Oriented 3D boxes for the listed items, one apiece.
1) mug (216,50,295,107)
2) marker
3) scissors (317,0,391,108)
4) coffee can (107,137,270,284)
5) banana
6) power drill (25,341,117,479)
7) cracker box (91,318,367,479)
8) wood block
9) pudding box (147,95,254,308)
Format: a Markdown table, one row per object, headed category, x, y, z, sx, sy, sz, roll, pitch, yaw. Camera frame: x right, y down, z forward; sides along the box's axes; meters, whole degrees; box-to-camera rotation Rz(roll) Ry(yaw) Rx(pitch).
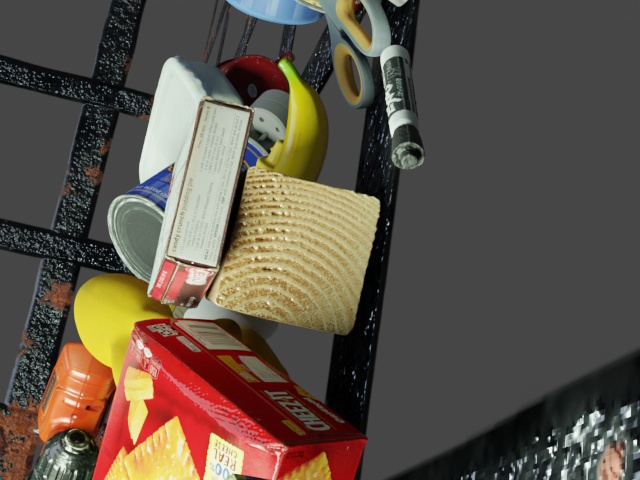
| category | x | y | z | sx | sy | sz | roll | pitch | yaw |
| --- | --- | --- | --- | --- | --- | --- | --- | --- | --- |
| mug | -0.073 | -0.172 | 1.202 | 0.117 | 0.093 | 0.082 | -41 | 12 | -11 |
| marker | 0.049 | -0.081 | 0.643 | 0.121 | 0.020 | 0.020 | -91 | 19 | -52 |
| scissors | 0.006 | -0.167 | 0.807 | 0.202 | 0.016 | 0.096 | -128 | 34 | -56 |
| coffee can | -0.116 | -0.029 | 1.013 | 0.140 | 0.103 | 0.103 | -39 | -17 | -41 |
| banana | -0.041 | -0.049 | 0.886 | 0.037 | 0.069 | 0.198 | 95 | -161 | -81 |
| power drill | -0.200 | 0.166 | 0.830 | 0.187 | 0.057 | 0.185 | -88 | 22 | -56 |
| cracker box | -0.074 | 0.175 | 0.640 | 0.164 | 0.071 | 0.214 | 30 | 108 | 45 |
| wood block | -0.033 | 0.008 | 0.757 | 0.206 | 0.090 | 0.091 | 177 | 106 | -79 |
| pudding box | -0.077 | -0.022 | 0.680 | 0.090 | 0.039 | 0.113 | 132 | 149 | -66 |
